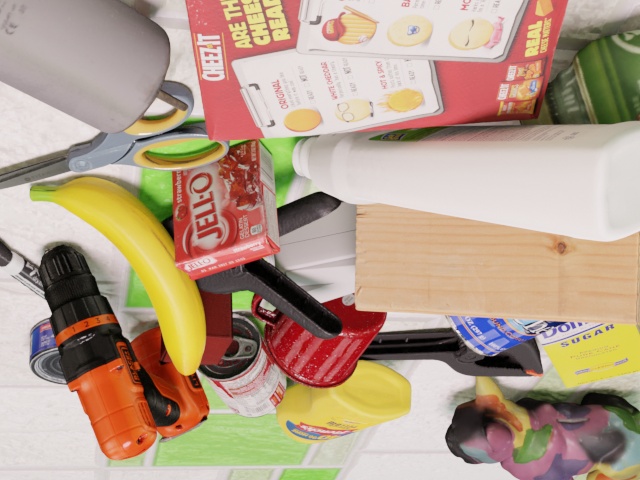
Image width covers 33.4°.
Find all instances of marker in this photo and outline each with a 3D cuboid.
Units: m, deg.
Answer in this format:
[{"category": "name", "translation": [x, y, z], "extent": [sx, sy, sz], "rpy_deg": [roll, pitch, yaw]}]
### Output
[{"category": "marker", "translation": [-0.245, 0.030, 0.898], "extent": [0.020, 0.020, 0.121], "rpy_deg": [-17, 146, 17]}]

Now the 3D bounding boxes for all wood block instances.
[{"category": "wood block", "translation": [0.136, 0.010, 0.777], "extent": [0.206, 0.091, 0.090], "rpy_deg": [2, 180, 29]}]

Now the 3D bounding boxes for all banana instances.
[{"category": "banana", "translation": [-0.137, 0.020, 0.825], "extent": [0.070, 0.037, 0.197], "rpy_deg": [-23, 112, 35]}]

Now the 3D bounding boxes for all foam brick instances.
[{"category": "foam brick", "translation": [-0.106, 0.061, 0.914], "extent": [0.051, 0.078, 0.053], "rpy_deg": [9, 145, -20]}]

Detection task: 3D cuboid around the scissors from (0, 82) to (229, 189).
[{"category": "scissors", "translation": [-0.166, -0.071, 0.755], "extent": [0.201, 0.016, 0.096], "rpy_deg": [-6, 146, 0]}]

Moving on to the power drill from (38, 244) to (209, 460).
[{"category": "power drill", "translation": [-0.168, 0.101, 0.919], "extent": [0.057, 0.184, 0.187], "rpy_deg": [-25, 164, 8]}]

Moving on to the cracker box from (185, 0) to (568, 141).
[{"category": "cracker box", "translation": [0.032, -0.140, 0.625], "extent": [0.213, 0.072, 0.164], "rpy_deg": [-4, 148, -1]}]

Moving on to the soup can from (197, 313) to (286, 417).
[{"category": "soup can", "translation": [-0.076, 0.122, 1.026], "extent": [0.068, 0.068, 0.102], "rpy_deg": [-11, 148, 9]}]

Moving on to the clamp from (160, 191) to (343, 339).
[{"category": "clamp", "translation": [-0.055, 0.001, 0.818], "extent": [0.172, 0.039, 0.120], "rpy_deg": [17, 115, 16]}]

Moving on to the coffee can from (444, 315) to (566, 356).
[{"category": "coffee can", "translation": [0.178, 0.023, 0.875], "extent": [0.141, 0.103, 0.102], "rpy_deg": [-30, 141, 33]}]

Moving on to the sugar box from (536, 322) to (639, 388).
[{"category": "sugar box", "translation": [0.262, 0.085, 1.042], "extent": [0.093, 0.048, 0.176], "rpy_deg": [-17, 147, 18]}]

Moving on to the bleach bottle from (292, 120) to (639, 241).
[{"category": "bleach bottle", "translation": [0.091, -0.049, 0.713], "extent": [0.251, 0.068, 0.102], "rpy_deg": [8, -164, 39]}]

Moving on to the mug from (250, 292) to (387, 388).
[{"category": "mug", "translation": [-0.003, 0.066, 0.937], "extent": [0.117, 0.093, 0.082], "rpy_deg": [23, 137, -10]}]

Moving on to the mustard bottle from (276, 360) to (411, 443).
[{"category": "mustard bottle", "translation": [0.008, 0.174, 1.113], "extent": [0.096, 0.058, 0.192], "rpy_deg": [13, 156, -24]}]

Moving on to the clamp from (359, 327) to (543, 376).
[{"category": "clamp", "translation": [0.147, 0.094, 1.045], "extent": [0.209, 0.036, 0.165], "rpy_deg": [15, 145, -26]}]

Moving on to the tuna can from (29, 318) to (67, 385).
[{"category": "tuna can", "translation": [-0.231, 0.105, 1.005], "extent": [0.086, 0.034, 0.086], "rpy_deg": [-4, 148, -3]}]

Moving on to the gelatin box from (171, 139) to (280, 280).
[{"category": "gelatin box", "translation": [-0.070, -0.023, 0.776], "extent": [0.073, 0.089, 0.030], "rpy_deg": [-17, 146, 17]}]
